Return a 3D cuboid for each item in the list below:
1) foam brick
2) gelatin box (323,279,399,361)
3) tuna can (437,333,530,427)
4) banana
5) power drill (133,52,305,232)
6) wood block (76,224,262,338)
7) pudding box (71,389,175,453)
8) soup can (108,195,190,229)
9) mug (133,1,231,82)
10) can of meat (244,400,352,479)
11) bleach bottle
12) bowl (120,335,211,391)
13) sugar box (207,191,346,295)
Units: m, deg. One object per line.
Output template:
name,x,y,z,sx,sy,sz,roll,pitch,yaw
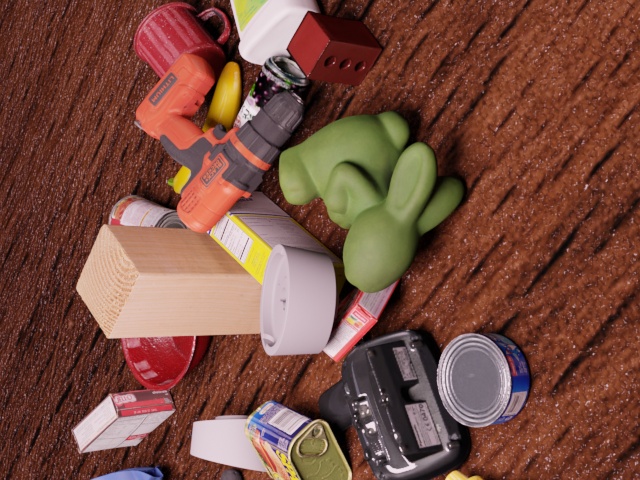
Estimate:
foam brick,0.014,-0.200,1.115,0.051,0.078,0.053,56,128,32
gelatin box,0.039,0.070,1.074,0.030,0.089,0.073,39,126,-4
tuna can,0.151,0.128,0.987,0.086,0.033,0.086,-2,87,47
banana,-0.140,-0.123,1.306,0.070,0.037,0.198,55,126,33
power drill,-0.115,-0.126,1.167,0.184,0.057,0.188,-47,50,11
wood block,-0.150,0.045,1.187,0.090,0.205,0.091,48,122,37
pudding box,-0.254,0.231,1.375,0.114,0.089,0.039,-44,59,37
soup can,-0.213,-0.015,1.358,0.102,0.068,0.068,18,102,45
mug,-0.159,-0.237,1.305,0.117,0.093,0.081,-37,61,-2
can of meat,-0.025,0.224,1.130,0.084,0.057,0.102,17,140,49
bleach bottle,-0.077,-0.332,1.231,0.103,0.067,0.251,-39,59,38
bowl,-0.184,0.105,1.330,0.162,0.055,0.162,-3,86,47
sugar box,-0.058,0.002,1.173,0.176,0.093,0.048,38,115,42
